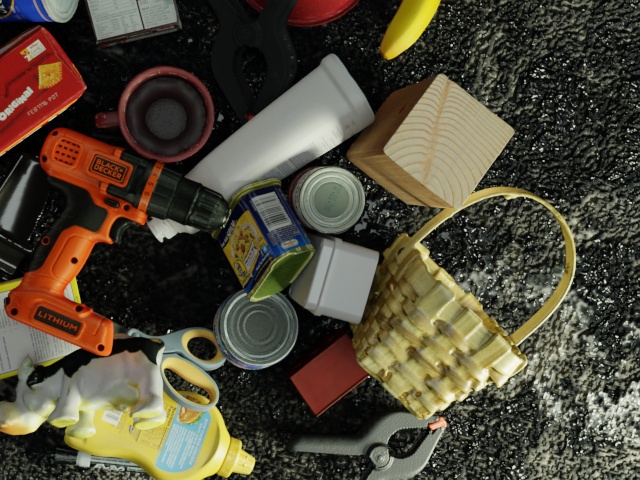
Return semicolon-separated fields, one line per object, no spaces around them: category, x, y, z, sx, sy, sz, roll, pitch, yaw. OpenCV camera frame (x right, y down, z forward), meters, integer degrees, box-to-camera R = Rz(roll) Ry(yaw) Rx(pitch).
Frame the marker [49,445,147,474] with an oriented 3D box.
marker;-0.221;0.230;1.114;0.121;0.020;0.020;8;92;-8

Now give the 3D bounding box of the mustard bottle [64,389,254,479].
mustard bottle;-0.158;0.198;1.099;0.191;0.058;0.096;24;67;-9

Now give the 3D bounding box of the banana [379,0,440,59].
banana;0.102;-0.288;1.122;0.070;0.037;0.198;3;92;10

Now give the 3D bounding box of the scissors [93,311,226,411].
scissors;-0.175;0.092;1.091;0.201;0.016;0.096;43;51;-7

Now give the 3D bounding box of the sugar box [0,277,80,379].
sugar box;-0.322;0.090;1.049;0.175;0.048;0.093;-13;94;-29

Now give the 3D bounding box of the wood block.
wood block;0.099;-0.093;1.045;0.090;0.206;0.091;37;88;-8

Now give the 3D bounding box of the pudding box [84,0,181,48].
pudding box;-0.197;-0.260;1.081;0.090;0.039;0.113;-14;93;-5

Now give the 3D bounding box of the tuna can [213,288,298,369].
tuna can;-0.067;0.090;1.109;0.086;0.034;0.086;3;79;-14

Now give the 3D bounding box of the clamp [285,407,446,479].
clamp;0.050;0.224;1.141;0.171;0.039;0.120;-36;102;-11

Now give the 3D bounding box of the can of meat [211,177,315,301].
can of meat;-0.057;0.001;1.068;0.057;0.102;0.084;-17;68;-33

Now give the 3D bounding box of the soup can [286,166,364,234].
soup can;0.004;-0.042;1.087;0.068;0.102;0.068;0;93;-8

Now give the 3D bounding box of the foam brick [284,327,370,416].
foam brick;0.008;0.137;1.123;0.078;0.053;0.051;-38;97;-5

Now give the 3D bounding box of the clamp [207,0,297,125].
clamp;-0.077;-0.217;1.079;0.165;0.036;0.210;14;113;19

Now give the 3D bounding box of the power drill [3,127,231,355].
power drill;-0.196;0.008;0.992;0.184;0.057;0.187;22;83;-3

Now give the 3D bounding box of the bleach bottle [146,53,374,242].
bleach bottle;-0.067;-0.081;1.068;0.251;0.102;0.068;-34;77;4

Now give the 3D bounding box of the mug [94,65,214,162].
mug;-0.167;-0.123;1.070;0.117;0.081;0.093;-8;94;-7

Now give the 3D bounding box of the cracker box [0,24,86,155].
cracker box;-0.303;-0.124;0.984;0.164;0.214;0.072;-38;109;-5
